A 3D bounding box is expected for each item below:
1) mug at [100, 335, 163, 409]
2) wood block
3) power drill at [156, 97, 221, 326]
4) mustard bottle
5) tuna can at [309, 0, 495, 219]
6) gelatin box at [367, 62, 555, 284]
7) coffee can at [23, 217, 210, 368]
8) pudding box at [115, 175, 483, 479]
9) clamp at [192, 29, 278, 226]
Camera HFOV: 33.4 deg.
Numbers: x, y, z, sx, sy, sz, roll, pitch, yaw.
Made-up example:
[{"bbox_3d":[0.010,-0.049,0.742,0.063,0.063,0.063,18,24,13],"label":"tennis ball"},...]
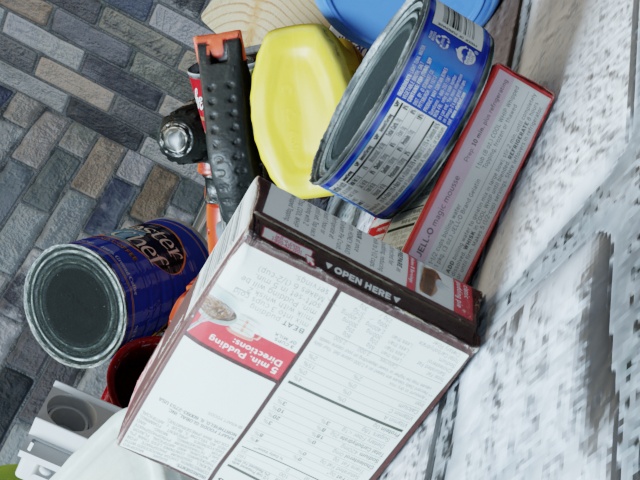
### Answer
[{"bbox_3d":[-0.127,0.133,0.859,0.117,0.093,0.082,-26,-22,-41],"label":"mug"},{"bbox_3d":[-0.014,-0.190,0.920,0.091,0.090,0.206,-51,-6,13],"label":"wood block"},{"bbox_3d":[-0.083,-0.023,0.840,0.184,0.057,0.188,-38,-45,-70],"label":"power drill"},{"bbox_3d":[0.007,-0.080,0.672,0.191,0.058,0.096,-28,-70,-77],"label":"mustard bottle"},{"bbox_3d":[0.031,-0.052,0.415,0.086,0.033,0.086,-58,11,17],"label":"tuna can"},{"bbox_3d":[0.050,-0.019,0.425,0.089,0.030,0.073,-64,10,-10],"label":"gelatin box"},{"bbox_3d":[-0.166,0.041,0.906,0.103,0.103,0.140,-59,-17,22],"label":"coffee can"},{"bbox_3d":[-0.010,0.046,0.378,0.114,0.090,0.039,-57,12,33],"label":"pudding box"},{"bbox_3d":[-0.042,-0.017,0.638,0.164,0.036,0.210,-90,-10,-61],"label":"clamp"}]
